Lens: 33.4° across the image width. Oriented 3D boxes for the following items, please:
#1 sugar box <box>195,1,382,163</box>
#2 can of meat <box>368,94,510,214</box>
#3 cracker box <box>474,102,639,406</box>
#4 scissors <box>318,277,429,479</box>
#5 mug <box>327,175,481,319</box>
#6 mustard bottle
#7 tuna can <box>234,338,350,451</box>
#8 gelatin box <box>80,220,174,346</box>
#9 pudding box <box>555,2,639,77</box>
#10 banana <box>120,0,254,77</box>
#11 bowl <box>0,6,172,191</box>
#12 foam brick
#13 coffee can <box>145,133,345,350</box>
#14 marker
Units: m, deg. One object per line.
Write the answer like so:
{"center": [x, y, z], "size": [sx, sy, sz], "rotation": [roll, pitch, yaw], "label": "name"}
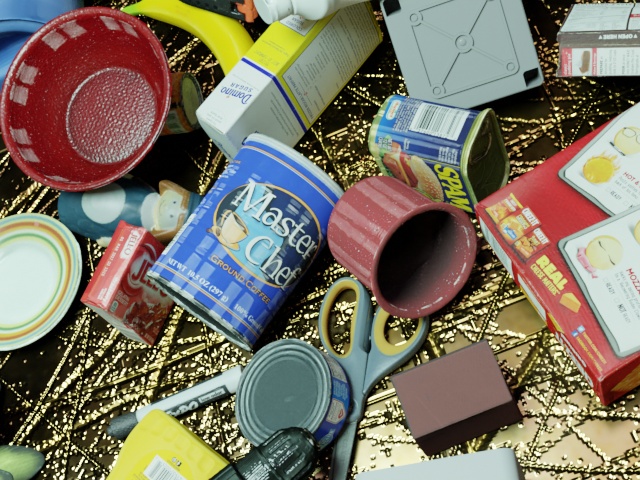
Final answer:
{"center": [-0.024, -0.141, 0.910], "size": [0.048, 0.093, 0.176], "rotation": [37, 80, 30], "label": "sugar box"}
{"center": [0.093, -0.066, 0.831], "size": [0.084, 0.102, 0.057], "rotation": [16, 70, 27], "label": "can of meat"}
{"center": [0.246, -0.008, 0.770], "size": [0.213, 0.072, 0.164], "rotation": [-32, 60, 0], "label": "cracker box"}
{"center": [0.041, 0.119, 0.808], "size": [0.096, 0.016, 0.202], "rotation": [-11, 63, 13], "label": "scissors"}
{"center": [0.068, -0.001, 0.815], "size": [0.117, 0.093, 0.082], "rotation": [-7, 26, -29], "label": "mug"}
{"center": [-0.147, 0.227, 0.792], "size": [0.096, 0.058, 0.191], "rotation": [36, 80, 16], "label": "mustard bottle"}
{"center": [-0.021, 0.120, 0.806], "size": [0.086, 0.033, 0.086], "rotation": [-14, 63, 29], "label": "tuna can"}
{"center": [-0.149, 0.036, 0.868], "size": [0.030, 0.089, 0.073], "rotation": [17, 71, 24], "label": "gelatin box"}
{"center": [0.235, -0.158, 0.831], "size": [0.090, 0.039, 0.113], "rotation": [1, 22, 20], "label": "pudding box"}
{"center": [-0.104, -0.185, 0.992], "size": [0.198, 0.037, 0.069], "rotation": [39, 90, 29], "label": "banana"}
{"center": [-0.191, -0.115, 0.916], "size": [0.162, 0.055, 0.162], "rotation": [-3, 78, 16], "label": "bowl"}
{"center": [0.098, 0.113, 0.770], "size": [0.078, 0.053, 0.051], "rotation": [-22, 60, 6], "label": "foam brick"}
{"center": [-0.056, 0.001, 0.846], "size": [0.103, 0.102, 0.140], "rotation": [30, 77, 28], "label": "coffee can"}
{"center": [-0.115, 0.131, 0.852], "size": [0.121, 0.020, 0.020], "rotation": [-23, 60, 7], "label": "marker"}
